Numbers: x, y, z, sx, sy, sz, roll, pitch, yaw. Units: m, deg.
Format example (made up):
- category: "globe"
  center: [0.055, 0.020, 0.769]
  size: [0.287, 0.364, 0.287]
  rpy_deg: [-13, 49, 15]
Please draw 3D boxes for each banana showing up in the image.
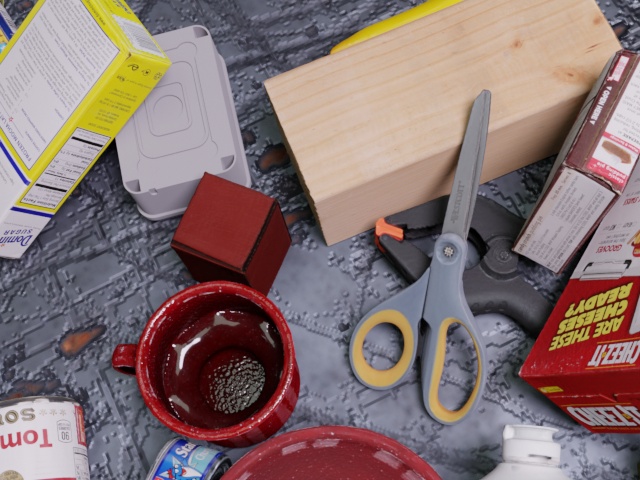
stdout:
- category: "banana"
  center: [0.097, -0.167, 0.734]
  size: [0.197, 0.037, 0.070]
  rpy_deg: [-41, 45, -15]

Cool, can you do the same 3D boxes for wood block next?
- category: "wood block"
  center: [0.079, -0.085, 0.682]
  size: [0.206, 0.091, 0.090]
  rpy_deg: [-22, 70, -1]

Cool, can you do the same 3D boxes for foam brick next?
- category: "foam brick"
  center: [-0.054, 0.001, 0.676]
  size: [0.053, 0.078, 0.051]
  rpy_deg: [21, 74, 11]

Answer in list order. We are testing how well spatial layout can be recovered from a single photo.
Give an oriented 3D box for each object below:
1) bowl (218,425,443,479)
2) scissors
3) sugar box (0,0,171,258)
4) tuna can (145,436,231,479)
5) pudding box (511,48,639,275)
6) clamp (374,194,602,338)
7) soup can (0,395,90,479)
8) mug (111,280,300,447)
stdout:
- category: "bowl"
  center: [0.004, 0.186, 0.605]
  size: [0.162, 0.055, 0.162]
  rpy_deg: [1, 81, -6]
- category: "scissors"
  center: [0.060, 0.013, 0.644]
  size: [0.096, 0.016, 0.202]
  rpy_deg: [0, 100, 22]
- category: "sugar box"
  center: [-0.182, -0.081, 0.697]
  size: [0.176, 0.048, 0.093]
  rpy_deg: [-48, 60, 21]
- category: "tuna can"
  center: [-0.082, 0.160, 0.620]
  size: [0.034, 0.086, 0.086]
  rpy_deg: [16, 74, 10]
- category: "pudding box"
  center: [0.155, -0.043, 0.613]
  size: [0.039, 0.113, 0.090]
  rpy_deg: [26, 66, 9]
- category: "clamp"
  center: [0.117, 0.024, 0.668]
  size: [0.171, 0.039, 0.120]
  rpy_deg: [5, 67, 6]
- category: "soup can"
  center: [-0.173, 0.152, 0.644]
  size: [0.068, 0.068, 0.102]
  rpy_deg: [-12, 69, 3]
- category: "mug"
  center: [-0.068, 0.080, 0.648]
  size: [0.117, 0.081, 0.093]
  rpy_deg: [2, 72, 7]
